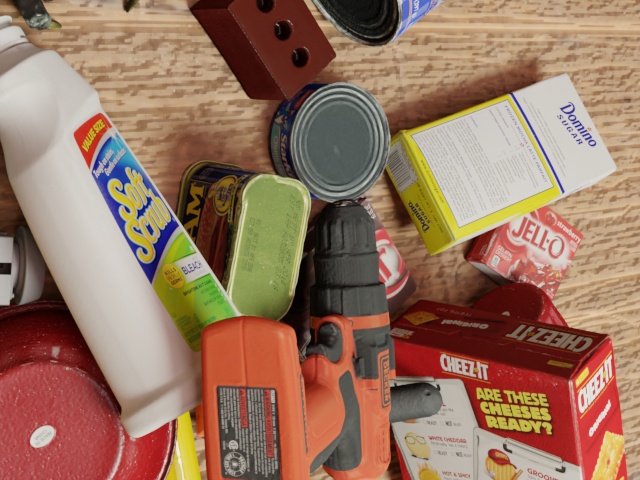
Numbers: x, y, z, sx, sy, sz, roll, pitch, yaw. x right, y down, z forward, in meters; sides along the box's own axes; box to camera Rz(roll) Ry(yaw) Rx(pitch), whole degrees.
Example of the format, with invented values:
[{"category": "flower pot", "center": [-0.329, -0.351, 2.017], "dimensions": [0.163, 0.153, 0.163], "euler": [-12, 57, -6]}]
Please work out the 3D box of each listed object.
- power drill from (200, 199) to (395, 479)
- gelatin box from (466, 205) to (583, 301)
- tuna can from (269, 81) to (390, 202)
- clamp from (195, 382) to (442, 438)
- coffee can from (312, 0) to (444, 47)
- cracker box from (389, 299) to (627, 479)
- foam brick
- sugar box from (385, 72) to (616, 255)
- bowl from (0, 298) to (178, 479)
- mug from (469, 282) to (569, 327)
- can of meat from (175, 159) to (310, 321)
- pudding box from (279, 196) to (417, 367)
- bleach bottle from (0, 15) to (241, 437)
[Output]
[{"category": "power drill", "center": [-0.004, 0.070, 0.633], "dimensions": [0.187, 0.057, 0.184], "euler": [-10, 96, -67]}, {"category": "gelatin box", "center": [0.171, 0.005, 0.890], "dimensions": [0.089, 0.030, 0.073], "euler": [34, 78, -32]}, {"category": "tuna can", "center": [0.006, -0.071, 0.769], "dimensions": [0.085, 0.034, 0.086], "euler": [-6, 100, -33]}, {"category": "clamp", "center": [-0.001, 0.125, 0.757], "dimensions": [0.171, 0.120, 0.039], "euler": [11, 47, -33]}, {"category": "coffee can", "center": [0.066, -0.215, 0.744], "dimensions": [0.140, 0.103, 0.102], "euler": [-40, 116, -22]}, {"category": "cracker box", "center": [0.140, 0.160, 0.797], "dimensions": [0.072, 0.164, 0.214], "euler": [-35, 123, -41]}, {"category": "foam brick", "center": [-0.038, -0.140, 0.719], "dimensions": [0.053, 0.051, 0.078], "euler": [-45, 118, -20]}, {"category": "sugar box", "center": [0.141, -0.062, 0.834], "dimensions": [0.175, 0.048, 0.093], "euler": [-21, 81, -31]}, {"category": "bowl", "center": [-0.164, 0.116, 0.638], "dimensions": [0.162, 0.055, 0.162], "euler": [0, 88, -11]}, {"category": "mug", "center": [0.153, 0.094, 0.862], "dimensions": [0.117, 0.093, 0.081], "euler": [-28, 120, 17]}, {"category": "can of meat", "center": [-0.055, 0.001, 0.710], "dimensions": [0.057, 0.084, 0.102], "euler": [8, 93, -34]}, {"category": "pudding box", "center": [0.009, 0.035, 0.783], "dimensions": [0.113, 0.039, 0.090], "euler": [-43, 119, -20]}, {"category": "bleach bottle", "center": [-0.134, -0.017, 0.626], "dimensions": [0.251, 0.068, 0.102], "euler": [59, 24, -1]}]
